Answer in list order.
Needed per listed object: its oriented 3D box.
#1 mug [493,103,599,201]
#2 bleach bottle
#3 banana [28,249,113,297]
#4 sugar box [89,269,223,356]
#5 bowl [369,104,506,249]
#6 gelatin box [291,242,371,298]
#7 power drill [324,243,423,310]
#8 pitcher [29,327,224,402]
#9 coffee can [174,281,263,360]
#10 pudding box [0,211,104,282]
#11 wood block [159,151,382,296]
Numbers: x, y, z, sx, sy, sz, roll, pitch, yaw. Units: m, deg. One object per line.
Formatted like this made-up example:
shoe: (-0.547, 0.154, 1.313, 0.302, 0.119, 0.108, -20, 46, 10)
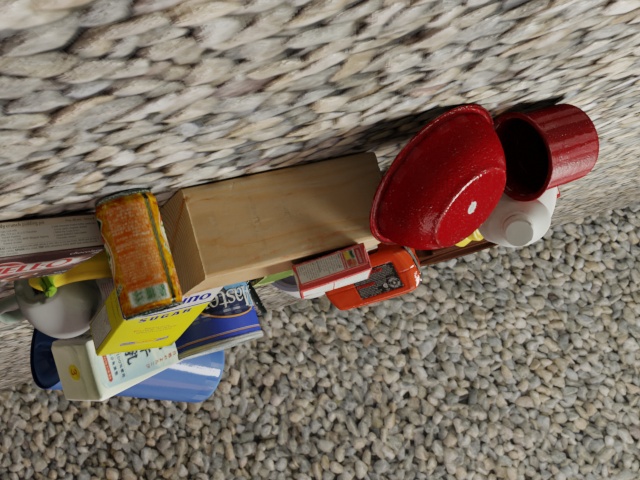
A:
mug: (0.224, -0.090, 1.103, 0.081, 0.093, 0.117, -18, 168, -32)
bleach bottle: (0.222, -0.047, 1.187, 0.103, 0.068, 0.250, -13, -164, 11)
banana: (-0.237, 0.030, 1.108, 0.197, 0.070, 0.037, -14, 135, -58)
sugar box: (-0.175, 0.069, 1.123, 0.093, 0.048, 0.176, -7, 161, -29)
bowl: (0.123, -0.046, 1.004, 0.162, 0.055, 0.162, -33, 149, -24)
gelatin box: (0.011, 0.030, 1.052, 0.073, 0.030, 0.089, -18, 173, -2)
power drill: (0.052, -0.003, 1.208, 0.185, 0.057, 0.187, -20, -150, 23)
pitcher: (-0.258, 0.144, 1.435, 0.242, 0.149, 0.145, 17, 150, -37)
coffee can: (-0.135, 0.059, 1.247, 0.103, 0.140, 0.103, -16, 174, -2)
pudding box: (-0.260, 0.009, 0.945, 0.113, 0.039, 0.090, -11, 171, -43)
wood block: (-0.042, -0.018, 1.050, 0.205, 0.090, 0.091, -13, 173, -25)
